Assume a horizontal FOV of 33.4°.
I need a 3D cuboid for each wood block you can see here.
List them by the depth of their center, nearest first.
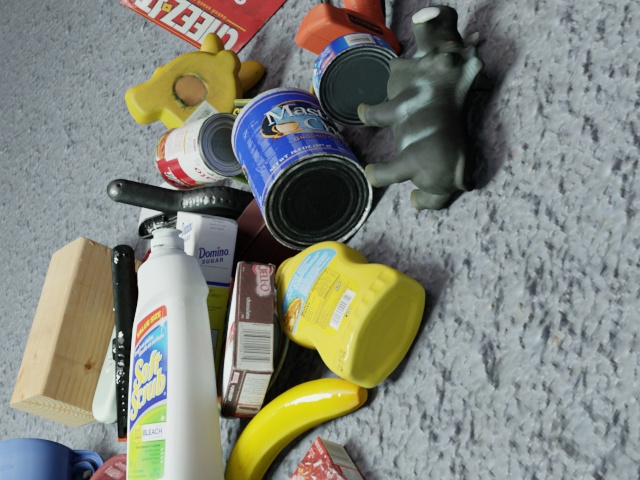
[{"bbox_3d":[-0.299,0.113,1.317,0.090,0.090,0.206,-24,49,48],"label":"wood block"}]

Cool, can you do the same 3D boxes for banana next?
[{"bbox_3d":[-0.032,0.172,0.920,0.070,0.037,0.198,50,118,26],"label":"banana"}]

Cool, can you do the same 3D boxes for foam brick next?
[{"bbox_3d":[-0.057,0.001,1.065,0.078,0.051,0.053,-51,32,22],"label":"foam brick"}]

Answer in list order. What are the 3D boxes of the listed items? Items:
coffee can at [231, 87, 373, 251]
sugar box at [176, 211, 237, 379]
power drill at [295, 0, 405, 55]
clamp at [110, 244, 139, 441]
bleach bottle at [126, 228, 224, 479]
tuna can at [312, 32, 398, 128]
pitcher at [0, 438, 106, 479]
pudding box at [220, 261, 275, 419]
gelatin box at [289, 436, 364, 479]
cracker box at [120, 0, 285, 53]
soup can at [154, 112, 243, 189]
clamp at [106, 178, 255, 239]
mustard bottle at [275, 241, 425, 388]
[{"bbox_3d":[-0.020,-0.070,1.010,0.103,0.102,0.140,-53,32,18],"label":"coffee can"},{"bbox_3d":[-0.122,0.062,1.049,0.093,0.048,0.176,-167,87,-68],"label":"sugar box"},{"bbox_3d":[0.013,-0.270,1.050,0.057,0.184,0.187,-28,56,46],"label":"power drill"},{"bbox_3d":[-0.210,0.112,1.168,0.164,0.036,0.210,100,168,-70],"label":"clamp"},{"bbox_3d":[-0.137,0.115,0.965,0.103,0.067,0.251,-21,69,48],"label":"bleach bottle"},{"bbox_3d":[0.036,-0.151,1.001,0.086,0.086,0.034,-51,31,21],"label":"tuna can"},{"bbox_3d":[-0.308,0.340,1.141,0.149,0.144,0.243,-57,33,36],"label":"pitcher"},{"bbox_3d":[-0.064,0.089,0.949,0.090,0.039,0.113,106,169,-52],"label":"pudding box"},{"bbox_3d":[0.003,0.210,0.837,0.073,0.030,0.089,-58,31,11],"label":"gelatin box"},{"bbox_3d":[-0.119,-0.336,1.302,0.214,0.164,0.072,-41,35,34],"label":"cracker box"},{"bbox_3d":[-0.121,-0.093,1.112,0.102,0.068,0.068,-8,61,55],"label":"soup can"},{"bbox_3d":[-0.138,-0.036,1.128,0.172,0.120,0.039,-6,71,17],"label":"clamp"},{"bbox_3d":[0.010,0.051,0.918,0.192,0.058,0.096,27,91,59],"label":"mustard bottle"}]
